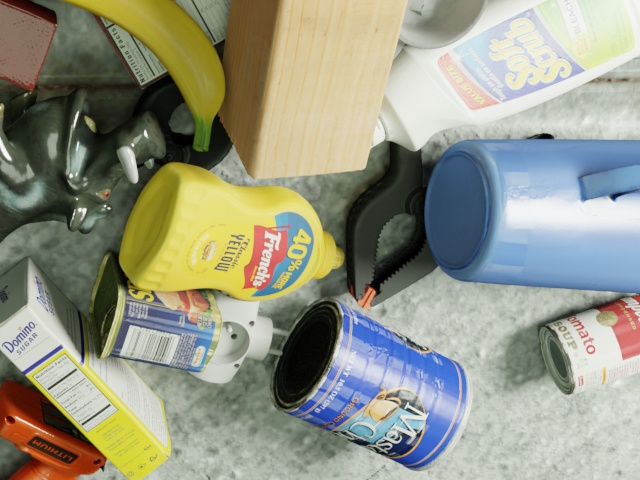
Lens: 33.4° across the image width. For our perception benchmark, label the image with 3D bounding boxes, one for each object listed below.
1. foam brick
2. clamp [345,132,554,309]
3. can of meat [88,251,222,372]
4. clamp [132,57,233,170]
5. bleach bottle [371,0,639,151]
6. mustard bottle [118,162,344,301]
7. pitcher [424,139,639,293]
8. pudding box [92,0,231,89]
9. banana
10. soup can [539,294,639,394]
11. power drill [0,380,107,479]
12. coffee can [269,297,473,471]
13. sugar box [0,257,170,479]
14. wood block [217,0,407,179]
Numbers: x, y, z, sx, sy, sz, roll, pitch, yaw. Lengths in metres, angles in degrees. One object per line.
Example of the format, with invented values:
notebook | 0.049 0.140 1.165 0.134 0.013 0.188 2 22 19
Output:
foam brick | -0.229 -0.148 0.746 0.078 0.051 0.053 22 105 -22
clamp | 0.092 -0.035 0.885 0.164 0.036 0.210 19 103 -20
can of meat | -0.130 0.058 0.832 0.083 0.102 0.057 14 108 -22
clamp | -0.127 -0.069 0.814 0.120 0.039 0.171 20 107 -24
bleach bottle | 0.135 -0.133 0.819 0.250 0.068 0.102 -30 114 -10
mustard bottle | -0.055 0.001 0.831 0.191 0.058 0.096 11 114 -42
pitcher | 0.214 -0.024 0.841 0.242 0.145 0.149 1 120 -25
pudding box | -0.107 -0.176 0.773 0.113 0.039 0.090 -28 116 1
banana | -0.133 -0.148 0.727 0.197 0.037 0.069 40 73 -16
soup can | 0.258 0.093 0.965 0.102 0.068 0.068 -18 116 -6
power drill | -0.281 0.206 0.875 0.184 0.057 0.188 33 104 -33
coffee can | 0.043 0.123 0.903 0.140 0.103 0.103 28 103 -23
sugar box | -0.189 0.103 0.840 0.048 0.093 0.176 -38 115 3
wood block | -0.005 -0.151 0.711 0.090 0.091 0.206 -6 133 -22
